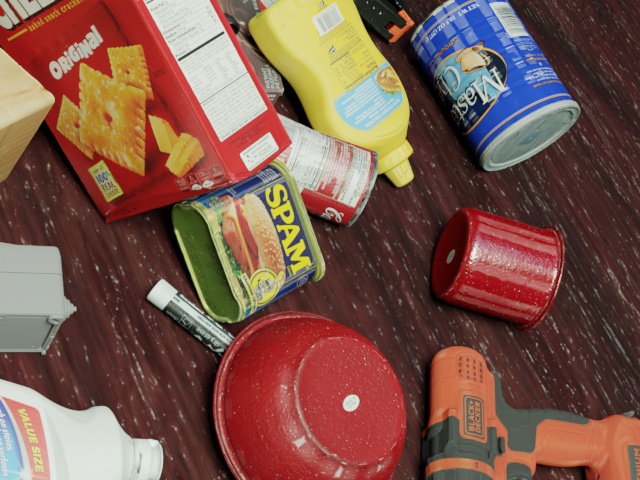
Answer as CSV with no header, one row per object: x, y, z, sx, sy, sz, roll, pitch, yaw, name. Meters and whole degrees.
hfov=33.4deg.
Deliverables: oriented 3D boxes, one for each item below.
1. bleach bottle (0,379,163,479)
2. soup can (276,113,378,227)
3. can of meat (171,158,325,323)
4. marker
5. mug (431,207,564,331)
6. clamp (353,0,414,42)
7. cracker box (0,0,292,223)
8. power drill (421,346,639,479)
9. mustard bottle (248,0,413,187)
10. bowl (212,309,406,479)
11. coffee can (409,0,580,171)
-0.220,0.119,0.653,0.250,0.068,0.102,10,57,-25,bleach bottle
-0.013,-0.060,0.870,0.102,0.069,0.068,21,53,-14,soup can
-0.055,0.001,0.799,0.083,0.058,0.102,-29,107,-35,can of meat
-0.075,0.073,0.785,0.121,0.020,0.020,38,51,-1,marker
0.143,0.016,0.900,0.081,0.093,0.117,16,23,-13,mug
0.019,-0.286,1.038,0.210,0.036,0.164,49,31,-3,clamp
-0.139,-0.127,0.737,0.072,0.165,0.213,-42,111,-39,cracker box
0.166,0.182,0.818,0.187,0.057,0.184,17,54,-17,power drill
0.024,-0.130,0.920,0.096,0.058,0.191,-42,104,-37,mustard bottle
0.006,0.119,0.758,0.161,0.055,0.162,15,61,-30,bowl
0.161,-0.150,0.996,0.102,0.103,0.140,-17,69,-34,coffee can
